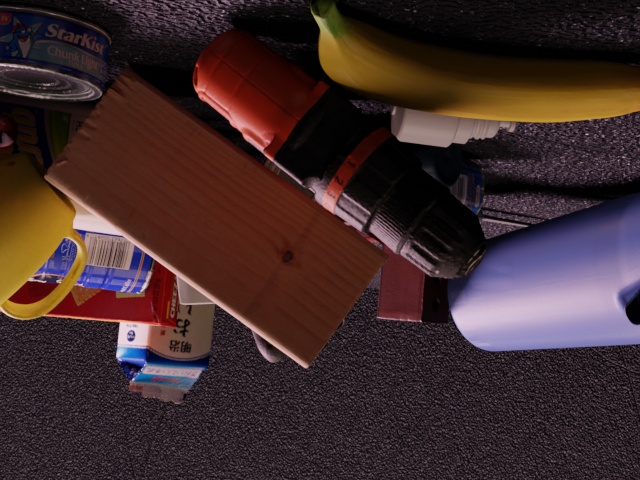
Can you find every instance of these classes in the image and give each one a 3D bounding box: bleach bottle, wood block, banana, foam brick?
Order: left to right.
[{"bbox_3d":[-0.241,-0.061,0.784,0.250,0.102,0.068,7,171,-17],"label":"bleach bottle"},{"bbox_3d":[-0.067,-0.012,0.710,0.206,0.091,0.090,36,175,2],"label":"wood block"},{"bbox_3d":[0.091,0.039,1.025,0.051,0.078,0.052,1,176,37],"label":"foam brick"},{"bbox_3d":[0.080,-0.085,0.553,0.197,0.037,0.070,7,175,-16],"label":"banana"}]

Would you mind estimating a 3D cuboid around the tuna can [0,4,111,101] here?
[{"bbox_3d":[-0.164,-0.105,0.609,0.086,0.034,0.086,6,174,0],"label":"tuna can"}]

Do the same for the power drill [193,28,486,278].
[{"bbox_3d":[0.023,-0.040,0.624,0.184,0.057,0.187,41,-178,11],"label":"power drill"}]

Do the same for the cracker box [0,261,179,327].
[{"bbox_3d":[-0.239,-0.007,1.027,0.214,0.164,0.072,5,173,6],"label":"cracker box"}]

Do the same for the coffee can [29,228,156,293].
[{"bbox_3d":[-0.210,-0.014,0.876,0.140,0.103,0.103,8,174,-21],"label":"coffee can"}]

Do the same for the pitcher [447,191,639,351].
[{"bbox_3d":[0.239,0.030,0.955,0.149,0.145,0.243,16,161,-35],"label":"pitcher"}]
